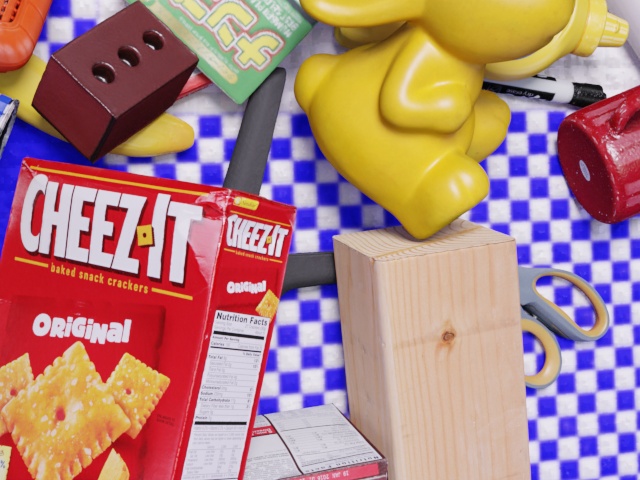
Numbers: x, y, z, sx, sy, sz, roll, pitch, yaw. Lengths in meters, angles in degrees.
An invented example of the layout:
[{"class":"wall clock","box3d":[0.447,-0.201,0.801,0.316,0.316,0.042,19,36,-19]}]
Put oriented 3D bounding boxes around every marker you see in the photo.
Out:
[{"class":"marker","box3d":[0.145,-0.109,0.746,0.121,0.020,0.020,8,88,-14]}]

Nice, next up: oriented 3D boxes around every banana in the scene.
[{"class":"banana","box3d":[-0.170,-0.105,0.656,0.197,0.037,0.069,41,81,-11]}]

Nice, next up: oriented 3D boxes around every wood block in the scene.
[{"class":"wood block","box3d":[0.072,0.098,0.673,0.090,0.090,0.206,-9,102,-16]}]

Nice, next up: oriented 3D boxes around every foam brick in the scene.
[{"class":"foam brick","box3d":[-0.119,-0.093,0.623,0.053,0.051,0.078,43,50,0]}]

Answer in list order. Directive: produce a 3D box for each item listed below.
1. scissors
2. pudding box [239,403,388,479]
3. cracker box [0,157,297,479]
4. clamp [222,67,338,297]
[{"class":"scissors","box3d":[0.109,0.032,0.739,0.201,0.016,0.096,27,84,-13]},{"class":"pudding box","box3d":[-0.016,0.139,0.656,0.090,0.114,0.039,-6,102,-15]},{"class":"cracker box","box3d":[-0.116,0.069,0.606,0.072,0.164,0.214,14,86,-57]},{"class":"clamp","box3d":[-0.054,0.001,0.685,0.210,0.036,0.164,-34,99,-11]}]
